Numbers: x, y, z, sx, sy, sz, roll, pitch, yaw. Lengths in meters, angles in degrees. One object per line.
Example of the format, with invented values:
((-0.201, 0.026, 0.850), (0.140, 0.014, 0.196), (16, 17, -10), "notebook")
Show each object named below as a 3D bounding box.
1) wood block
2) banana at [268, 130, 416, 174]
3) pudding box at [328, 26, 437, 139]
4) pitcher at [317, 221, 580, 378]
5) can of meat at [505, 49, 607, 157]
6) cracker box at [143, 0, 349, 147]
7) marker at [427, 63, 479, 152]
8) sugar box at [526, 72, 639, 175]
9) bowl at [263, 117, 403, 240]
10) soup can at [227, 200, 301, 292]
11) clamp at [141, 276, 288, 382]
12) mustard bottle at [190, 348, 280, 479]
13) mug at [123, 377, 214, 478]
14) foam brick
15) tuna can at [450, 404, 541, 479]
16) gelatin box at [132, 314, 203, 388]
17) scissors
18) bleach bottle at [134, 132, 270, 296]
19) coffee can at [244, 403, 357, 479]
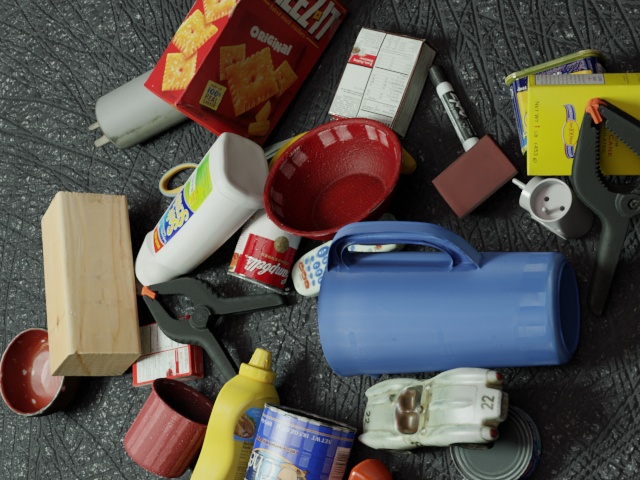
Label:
((-0.282, 0.054, 1.301), (0.091, 0.090, 0.206), (-41, 52, 54), "wood block")
((0.017, -0.097, 1.225), (0.198, 0.037, 0.069), (-8, 91, 28), "banana")
((0.070, -0.180, 1.213), (0.090, 0.039, 0.113), (20, 89, 32), "pudding box")
((0.125, 0.062, 1.060), (0.243, 0.149, 0.145), (-4, 76, 26), "pitcher")
((0.248, -0.136, 1.089), (0.102, 0.057, 0.084), (-16, 72, 26), "can of meat")
((-0.080, -0.223, 1.227), (0.072, 0.164, 0.214), (35, 93, 35), "cracker box")
((0.147, -0.144, 1.170), (0.020, 0.020, 0.121), (-31, 64, 19), "marker")
((0.286, -0.110, 1.012), (0.176, 0.048, 0.093), (1, 117, 13), "sugar box")
((0.022, -0.055, 1.148), (0.162, 0.055, 0.162), (-15, 48, 18), "bowl")
((-0.058, 0.002, 1.221), (0.069, 0.068, 0.102), (17, 85, 32), "soup can")
((-0.132, 0.101, 1.235), (0.172, 0.039, 0.120), (14, 77, 16), "clamp")
((-0.088, 0.212, 1.168), (0.058, 0.096, 0.191), (14, 85, 32), "mustard bottle")
((-0.175, 0.212, 1.231), (0.081, 0.093, 0.117), (-58, 29, 10), "mug")
((0.163, -0.067, 1.112), (0.078, 0.053, 0.051), (-41, 86, 14), "foam brick")
((0.174, 0.202, 1.056), (0.086, 0.033, 0.086), (-8, 73, 28), "tuna can")
((-0.183, 0.134, 1.282), (0.089, 0.030, 0.073), (-15, 69, 26), "gelatin box")
((-0.113, -0.066, 1.302), (0.202, 0.016, 0.096), (-7, 76, 28), "scissors")
((-0.152, -0.010, 1.249), (0.251, 0.068, 0.102), (-46, 36, 35), "bleach bottle")
((-0.028, 0.252, 1.119), (0.103, 0.102, 0.140), (12, 84, 32), "coffee can")
